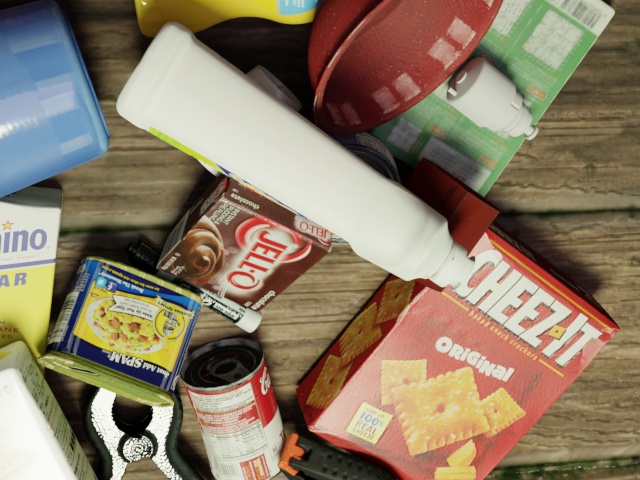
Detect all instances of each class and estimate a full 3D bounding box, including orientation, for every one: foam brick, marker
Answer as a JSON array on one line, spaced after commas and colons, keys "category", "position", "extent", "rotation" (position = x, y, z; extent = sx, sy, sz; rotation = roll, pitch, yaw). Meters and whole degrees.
[{"category": "foam brick", "position": [0.082, -0.010, 0.782], "extent": [0.078, 0.053, 0.051], "rotation": [-54, 142, 8]}, {"category": "marker", "position": [-0.099, 0.035, 0.828], "extent": [0.121, 0.020, 0.020], "rotation": [33, 105, -23]}]

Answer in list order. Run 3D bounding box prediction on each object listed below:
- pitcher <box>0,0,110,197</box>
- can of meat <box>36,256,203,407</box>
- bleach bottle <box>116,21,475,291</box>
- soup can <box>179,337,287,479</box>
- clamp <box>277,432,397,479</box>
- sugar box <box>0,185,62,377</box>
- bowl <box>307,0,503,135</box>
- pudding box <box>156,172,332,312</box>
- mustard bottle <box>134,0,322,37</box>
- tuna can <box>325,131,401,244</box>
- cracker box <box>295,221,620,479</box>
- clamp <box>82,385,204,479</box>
[{"category": "pitcher", "position": [-0.261, -0.061, 0.678], "extent": [0.242, 0.145, 0.149], "rotation": [-20, 93, -9]}, {"category": "can of meat", "position": [-0.146, 0.067, 0.794], "extent": [0.102, 0.058, 0.084], "rotation": [25, 70, -21]}, {"category": "bleach bottle", "position": [-0.007, -0.043, 0.692], "extent": [0.250, 0.102, 0.068], "rotation": [32, 90, -7]}, {"category": "soup can", "position": [-0.067, 0.139, 0.855], "extent": [0.068, 0.068, 0.102], "rotation": [-15, 117, -4]}, {"category": "clamp", "position": [0.057, 0.219, 0.875], "extent": [0.165, 0.036, 0.209], "rotation": [-15, 134, 46]}, {"category": "sugar box", "position": [-0.245, 0.045, 0.790], "extent": [0.093, 0.048, 0.176], "rotation": [5, 114, -13]}, {"category": "bowl", "position": [0.047, -0.145, 0.717], "extent": [0.162, 0.055, 0.162], "rotation": [-33, 160, -14]}, {"category": "pudding box", "position": [-0.055, 0.001, 0.781], "extent": [0.090, 0.039, 0.114], "rotation": [26, 143, -20]}, {"category": "mustard bottle", "position": [-0.031, -0.193, 0.714], "extent": [0.191, 0.058, 0.096], "rotation": [-7, 113, -7]}, {"category": "tuna can", "position": [0.017, -0.041, 0.798], "extent": [0.086, 0.034, 0.086], "rotation": [-2, 125, -3]}, {"category": "cracker box", "position": [0.110, 0.098, 0.867], "extent": [0.164, 0.072, 0.214], "rotation": [34, 103, -23]}, {"category": "clamp", "position": [-0.156, 0.168, 0.855], "extent": [0.120, 0.039, 0.171], "rotation": [-18, 104, -15]}]
